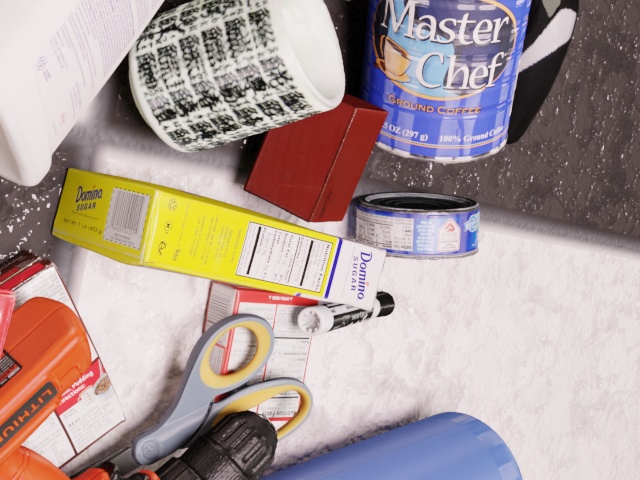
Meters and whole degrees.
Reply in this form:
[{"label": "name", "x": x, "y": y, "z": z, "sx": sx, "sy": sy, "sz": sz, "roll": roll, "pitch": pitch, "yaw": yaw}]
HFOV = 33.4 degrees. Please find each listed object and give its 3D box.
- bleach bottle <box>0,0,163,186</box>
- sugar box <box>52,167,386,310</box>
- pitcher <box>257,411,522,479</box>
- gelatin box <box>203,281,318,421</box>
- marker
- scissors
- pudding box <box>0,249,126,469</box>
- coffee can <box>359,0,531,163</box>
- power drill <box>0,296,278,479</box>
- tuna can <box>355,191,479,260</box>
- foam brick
[{"label": "bleach bottle", "x": -0.104, "y": -0.152, "z": 0.552, "sx": 0.250, "sy": 0.068, "sz": 0.102, "roll": -56, "pitch": 168, "yaw": -25}, {"label": "sugar box", "x": -0.054, "y": 0.000, "z": 0.622, "sx": 0.175, "sy": 0.093, "sz": 0.048, "roll": 11, "pitch": 93, "yaw": -44}, {"label": "pitcher", "x": 0.025, "y": 0.208, "z": 0.734, "sx": 0.242, "sy": 0.149, "sz": 0.145, "roll": -14, "pitch": 94, "yaw": -43}, {"label": "gelatin box", "x": -0.043, "y": 0.073, "z": 0.694, "sx": 0.073, "sy": 0.030, "sz": 0.089, "roll": 7, "pitch": 96, "yaw": -44}, {"label": "marker", "x": 0.021, "y": 0.049, "z": 0.727, "sx": 0.120, "sy": 0.020, "sz": 0.020, "roll": -6, "pitch": 106, "yaw": -63}, {"label": "scissors", "x": -0.099, "y": 0.103, "z": 0.635, "sx": 0.201, "sy": 0.016, "sz": 0.096, "roll": -11, "pitch": 102, "yaw": -23}, {"label": "pudding box", "x": -0.166, "y": 0.076, "z": 0.577, "sx": 0.089, "sy": 0.039, "sz": 0.113, "roll": -35, "pitch": 120, "yaw": -29}, {"label": "coffee can", "x": 0.079, "y": -0.135, "z": 0.679, "sx": 0.102, "sy": 0.103, "sz": 0.140, "roll": -23, "pitch": 131, "yaw": -37}, {"label": "power drill", "x": -0.117, "y": 0.119, "z": 0.562, "sx": 0.184, "sy": 0.057, "sz": 0.187, "roll": -44, "pitch": 131, "yaw": -21}, {"label": "tuna can", "x": 0.066, "y": -0.011, "z": 0.733, "sx": 0.085, "sy": 0.086, "sz": 0.034, "roll": -8, "pitch": 104, "yaw": -41}, {"label": "foam brick", "x": -0.003, "y": -0.056, "z": 0.660, "sx": 0.052, "sy": 0.051, "sz": 0.078, "roll": -4, "pitch": 120, "yaw": -65}]
